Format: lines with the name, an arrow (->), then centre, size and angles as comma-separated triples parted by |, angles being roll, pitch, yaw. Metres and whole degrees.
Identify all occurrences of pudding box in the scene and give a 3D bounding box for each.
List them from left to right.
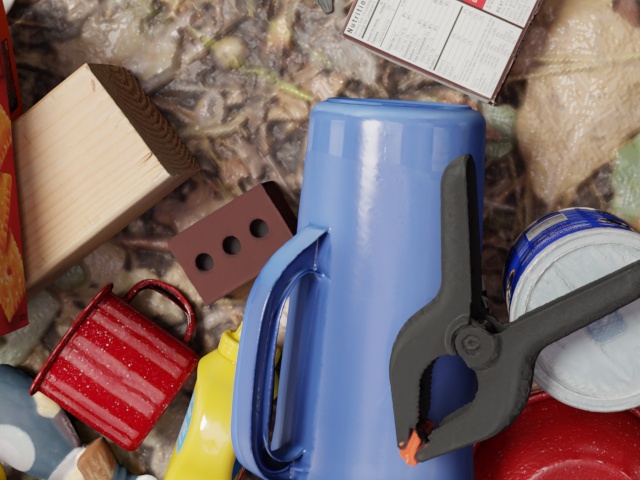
pudding box -> 0.081, -0.150, 0.692 | 0.113, 0.039, 0.090 | 25, 100, 6

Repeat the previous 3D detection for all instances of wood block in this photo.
wood block -> -0.195, -0.021, 0.720 | 0.206, 0.090, 0.091 | -36, 92, 10

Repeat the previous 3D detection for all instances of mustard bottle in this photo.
mustard bottle -> -0.070, 0.136, 0.718 | 0.058, 0.096, 0.192 | 20, 99, 3

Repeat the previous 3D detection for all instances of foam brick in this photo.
foam brick -> -0.055, 0.001, 0.722 | 0.078, 0.051, 0.053 | -32, 91, 10

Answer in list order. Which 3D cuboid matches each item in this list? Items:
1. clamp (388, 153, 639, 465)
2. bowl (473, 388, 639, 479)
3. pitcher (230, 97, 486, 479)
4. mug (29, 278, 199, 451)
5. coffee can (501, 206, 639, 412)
clamp -> 0.081, 0.042, 0.579 | 0.120, 0.039, 0.172 | 43, 109, 19
bowl -> 0.170, 0.181, 0.711 | 0.162, 0.055, 0.162 | 1, 97, 7
pitcher -> 0.032, 0.036, 0.661 | 0.145, 0.149, 0.243 | 5, 99, 8
mug -> -0.131, 0.080, 0.732 | 0.081, 0.093, 0.117 | 35, 64, -2
coffee can -> 0.164, 0.036, 0.651 | 0.103, 0.140, 0.103 | 1, 97, 8
